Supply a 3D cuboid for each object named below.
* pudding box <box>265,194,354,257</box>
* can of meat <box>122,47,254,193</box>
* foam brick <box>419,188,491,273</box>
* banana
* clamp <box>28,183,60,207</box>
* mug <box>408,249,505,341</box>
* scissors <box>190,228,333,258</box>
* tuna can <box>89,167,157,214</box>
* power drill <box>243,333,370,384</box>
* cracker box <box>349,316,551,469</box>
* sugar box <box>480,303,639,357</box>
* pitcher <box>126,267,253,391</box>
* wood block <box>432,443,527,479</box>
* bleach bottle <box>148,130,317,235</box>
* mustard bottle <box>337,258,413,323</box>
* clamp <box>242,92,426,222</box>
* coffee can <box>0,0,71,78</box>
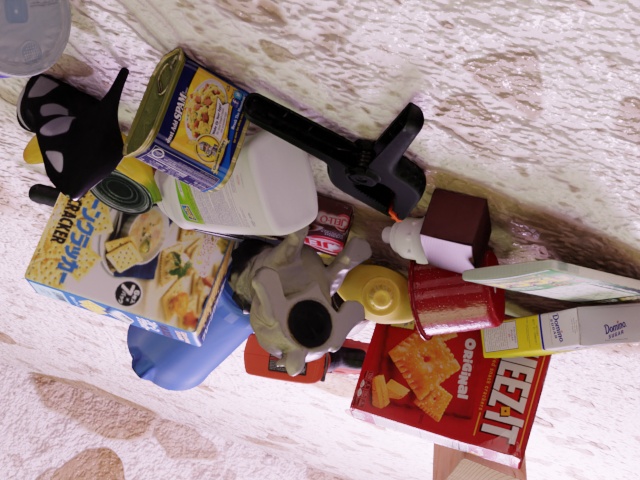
[{"bbox_3d":[-0.023,-0.023,1.148,0.113,0.039,0.090,19,162,3],"label":"pudding box"},{"bbox_3d":[-0.112,-0.102,0.929,0.083,0.102,0.058,27,159,-27],"label":"can of meat"},{"bbox_3d":[0.130,-0.007,1.024,0.053,0.051,0.078,14,160,18],"label":"foam brick"},{"bbox_3d":[-0.250,-0.094,1.146,0.198,0.070,0.037,18,-163,29],"label":"banana"},{"bbox_3d":[-0.292,-0.041,1.367,0.172,0.039,0.120,-7,153,41],"label":"clamp"},{"bbox_3d":[0.147,0.051,1.115,0.082,0.093,0.117,-9,-170,21],"label":"mug"},{"bbox_3d":[-0.058,0.001,1.217,0.096,0.016,0.201,-3,167,31],"label":"scissors"},{"bbox_3d":[-0.221,-0.067,1.204,0.086,0.033,0.086,15,147,10],"label":"tuna can"},{"bbox_3d":[-0.028,0.146,1.377,0.185,0.057,0.187,3,178,21],"label":"power drill"},{"bbox_3d":[0.159,0.162,1.287,0.214,0.164,0.072,15,163,15],"label":"cracker box"},{"bbox_3d":[0.260,0.099,1.152,0.093,0.048,0.176,-2,173,-25],"label":"sugar box"},{"bbox_3d":[-0.143,0.091,1.405,0.144,0.149,0.243,16,146,-27],"label":"pitcher"},{"bbox_3d":[0.205,0.248,1.393,0.090,0.206,0.090,23,126,-10],"label":"wood block"},{"bbox_3d":[-0.105,-0.058,1.078,0.251,0.067,0.102,4,113,53],"label":"bleach bottle"},{"bbox_3d":[0.063,0.055,1.159,0.096,0.058,0.191,24,-179,0],"label":"mustard bottle"},{"bbox_3d":[0.047,-0.071,0.951,0.165,0.036,0.209,6,159,33],"label":"clamp"},{"bbox_3d":[-0.289,-0.182,0.879,0.141,0.102,0.102,3,155,41],"label":"coffee can"}]
